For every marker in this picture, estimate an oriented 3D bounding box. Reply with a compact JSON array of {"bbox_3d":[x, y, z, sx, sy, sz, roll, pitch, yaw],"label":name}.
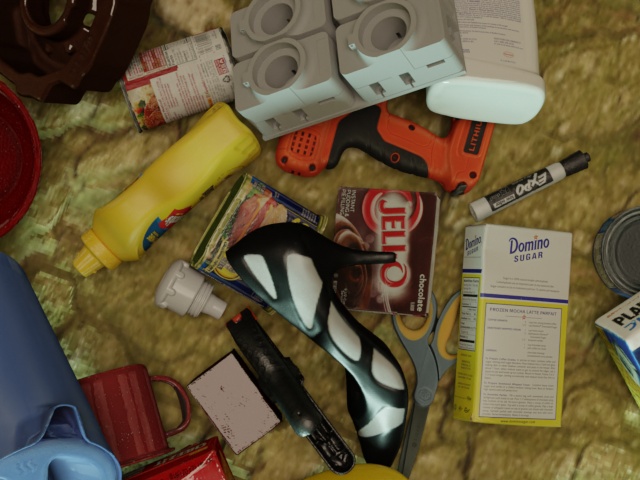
[{"bbox_3d":[0.195,-0.052,0.988,0.121,0.020,0.020,-26,88,-3],"label":"marker"}]

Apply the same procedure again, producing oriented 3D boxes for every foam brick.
[{"bbox_3d":[-0.075,0.143,0.951,0.051,0.053,0.078,-36,89,-4],"label":"foam brick"}]

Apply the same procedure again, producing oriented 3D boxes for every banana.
[{"bbox_3d":[0.002,0.237,0.940,0.198,0.069,0.037,-18,132,17],"label":"banana"}]

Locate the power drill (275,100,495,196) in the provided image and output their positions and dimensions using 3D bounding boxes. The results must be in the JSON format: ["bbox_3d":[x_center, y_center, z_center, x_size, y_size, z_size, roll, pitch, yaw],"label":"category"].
[{"bbox_3d":[0.066,-0.129,0.970,0.187,0.057,0.184,16,84,0],"label":"power drill"}]

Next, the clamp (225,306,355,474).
[{"bbox_3d":[-0.033,0.121,0.916,0.039,0.120,0.172,-36,65,-10],"label":"clamp"}]

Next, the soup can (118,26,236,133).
[{"bbox_3d":[-0.125,-0.144,0.956,0.102,0.068,0.068,-19,88,-3],"label":"soup can"}]

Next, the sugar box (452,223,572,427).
[{"bbox_3d":[0.172,0.076,0.959,0.093,0.048,0.176,6,84,-20],"label":"sugar box"}]

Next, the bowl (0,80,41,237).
[{"bbox_3d":[-0.316,-0.073,0.944,0.162,0.055,0.162,0,94,5],"label":"bowl"}]

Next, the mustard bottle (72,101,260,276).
[{"bbox_3d":[-0.140,-0.038,0.936,0.191,0.096,0.058,-41,90,-4],"label":"mustard bottle"}]

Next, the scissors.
[{"bbox_3d":[0.081,0.125,0.976,0.096,0.016,0.202,30,86,1],"label":"scissors"}]

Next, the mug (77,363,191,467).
[{"bbox_3d":[-0.171,0.154,0.933,0.117,0.093,0.081,-14,83,-20],"label":"mug"}]

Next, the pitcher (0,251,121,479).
[{"bbox_3d":[-0.265,0.128,0.864,0.149,0.145,0.243,-30,50,-5],"label":"pitcher"}]

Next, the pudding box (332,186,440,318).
[{"bbox_3d":[0.058,0.010,0.960,0.090,0.039,0.113,4,87,15],"label":"pudding box"}]

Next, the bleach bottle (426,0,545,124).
[{"bbox_3d":[0.147,-0.230,0.948,0.102,0.068,0.251,7,66,-4],"label":"bleach bottle"}]

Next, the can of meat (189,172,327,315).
[{"bbox_3d":[-0.056,0.001,0.948,0.084,0.057,0.102,31,87,-14],"label":"can of meat"}]
